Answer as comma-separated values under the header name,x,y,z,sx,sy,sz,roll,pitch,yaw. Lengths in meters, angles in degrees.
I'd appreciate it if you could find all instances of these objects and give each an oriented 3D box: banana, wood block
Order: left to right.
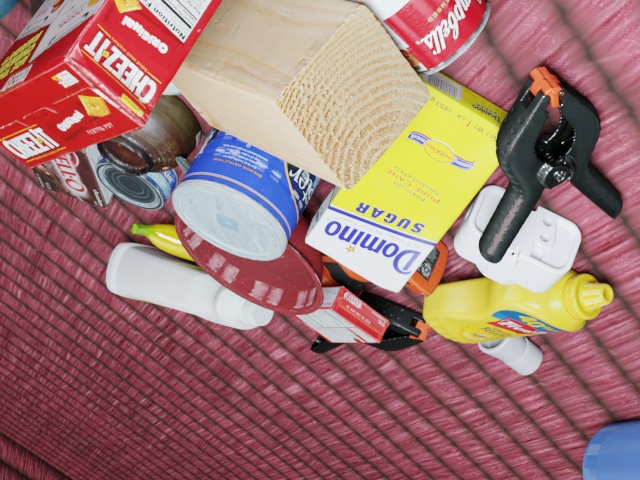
name,x,y,z,sx,sy,sz,roll,pitch,yaw
banana,-0.116,0.017,1.215,0.198,0.037,0.069,15,-165,11
wood block,-0.030,-0.121,0.768,0.090,0.090,0.206,47,170,-35

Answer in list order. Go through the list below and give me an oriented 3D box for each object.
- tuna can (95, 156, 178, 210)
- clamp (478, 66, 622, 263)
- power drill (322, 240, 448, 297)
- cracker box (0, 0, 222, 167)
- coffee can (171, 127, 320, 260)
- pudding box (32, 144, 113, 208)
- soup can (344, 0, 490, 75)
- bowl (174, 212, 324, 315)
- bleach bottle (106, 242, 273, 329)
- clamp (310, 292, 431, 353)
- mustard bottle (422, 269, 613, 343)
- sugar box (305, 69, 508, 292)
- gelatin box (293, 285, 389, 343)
name,x,y,z,sx,sy,sz,roll,pitch,yaw
tuna can,-0.200,-0.071,1.158,0.086,0.033,0.086,21,153,11
clamp,0.180,-0.058,0.800,0.171,0.120,0.039,88,157,-47
power drill,0.019,0.003,1.067,0.184,0.057,0.188,39,154,-31
cracker box,-0.131,-0.159,0.727,0.072,0.213,0.164,41,151,-27
coffee can,-0.048,-0.069,0.900,0.103,0.140,0.103,21,154,11
pudding box,-0.281,-0.091,1.190,0.090,0.039,0.113,18,153,15
soup can,0.054,-0.168,0.707,0.102,0.068,0.069,40,151,-24
bowl,-0.057,0.001,1.015,0.162,0.055,0.162,25,152,14
bleach bottle,-0.145,0.057,1.230,0.102,0.068,0.251,14,180,-39
clamp,0.038,0.096,1.241,0.210,0.036,0.164,9,149,31
mustard bottle,0.193,0.060,1.003,0.096,0.058,0.192,22,159,-32
sugar box,0.070,-0.045,0.850,0.093,0.048,0.176,30,120,-7
gelatin box,0.017,0.078,1.121,0.073,0.030,0.089,38,155,-28
